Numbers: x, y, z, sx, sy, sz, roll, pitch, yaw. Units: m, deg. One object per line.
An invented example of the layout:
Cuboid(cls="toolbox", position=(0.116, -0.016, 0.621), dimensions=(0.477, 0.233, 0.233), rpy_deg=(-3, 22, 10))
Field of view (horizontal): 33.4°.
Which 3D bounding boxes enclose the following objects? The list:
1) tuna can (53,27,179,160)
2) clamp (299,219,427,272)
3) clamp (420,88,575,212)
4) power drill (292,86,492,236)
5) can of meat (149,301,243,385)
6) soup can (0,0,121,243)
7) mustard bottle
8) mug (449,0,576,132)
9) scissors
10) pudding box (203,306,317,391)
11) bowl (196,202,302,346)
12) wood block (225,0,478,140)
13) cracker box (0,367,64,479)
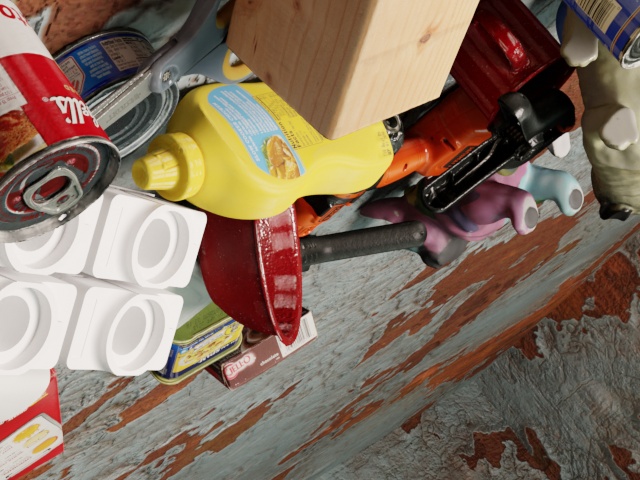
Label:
Cuboid(cls="tuna can", position=(-0.122, -0.076, 0.594), dimensions=(0.086, 0.034, 0.086), rpy_deg=(-33, 164, -11))
Cuboid(cls="clamp", position=(-0.029, 0.012, 0.983), dimensions=(0.209, 0.036, 0.165), rpy_deg=(-10, -179, -34))
Cuboid(cls="clamp", position=(0.157, -0.087, 0.837), dimensions=(0.171, 0.039, 0.120), rpy_deg=(-31, 169, -41))
Cuboid(cls="power drill", position=(0.061, -0.077, 0.900), dimensions=(0.187, 0.057, 0.185), rpy_deg=(-23, 172, -34))
Cuboid(cls="can of meat", position=(-0.117, 0.079, 1.005), dimensions=(0.101, 0.057, 0.084), rpy_deg=(-28, 160, -29))
Cuboid(cls="soup can", position=(-0.144, -0.059, 0.471), dimensions=(0.068, 0.102, 0.068), rpy_deg=(-33, 164, -11))
Cuboid(cls="mustard bottle", position=(-0.042, -0.061, 0.689), dimensions=(0.191, 0.096, 0.058), rpy_deg=(-20, 157, -46))
Cuboid(cls="mug", position=(0.145, -0.150, 0.858), dimensions=(0.093, 0.081, 0.117), rpy_deg=(-39, 164, 8))
Cuboid(cls="scissors", position=(-0.078, -0.084, 0.572), dimensions=(0.201, 0.016, 0.096), rpy_deg=(-52, 159, -18))
Cuboid(cls="pudding box", position=(-0.072, 0.099, 1.098), dimensions=(0.113, 0.090, 0.039), rpy_deg=(-28, 120, -23))
Cuboid(cls="bowl", position=(-0.055, 0.001, 0.803), dimensions=(0.055, 0.162, 0.162), rpy_deg=(-6, 167, 8))
Cuboid(cls="wood block", position=(0.033, -0.161, 0.509), dimensions=(0.090, 0.090, 0.206), rpy_deg=(-26, 150, -36))
Cuboid(cls="cracker box", position=(-0.288, 0.151, 0.821), dimensions=(0.164, 0.072, 0.214), rpy_deg=(-29, 163, -23))
